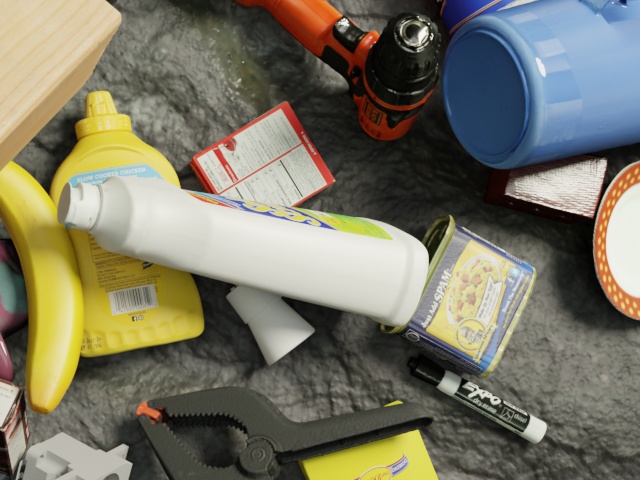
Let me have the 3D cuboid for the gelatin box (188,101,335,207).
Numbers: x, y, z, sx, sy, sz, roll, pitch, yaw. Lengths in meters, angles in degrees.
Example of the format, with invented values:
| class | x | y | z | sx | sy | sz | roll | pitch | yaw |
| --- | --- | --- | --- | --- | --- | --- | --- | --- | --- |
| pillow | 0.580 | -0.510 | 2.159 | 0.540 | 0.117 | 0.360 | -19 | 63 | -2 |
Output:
| class | x | y | z | sx | sy | sz | roll | pitch | yaw |
| --- | --- | --- | --- | --- | --- | --- | --- | --- | --- |
| gelatin box | -0.045 | -0.053 | 0.821 | 0.089 | 0.030 | 0.073 | -32 | 92 | -10 |

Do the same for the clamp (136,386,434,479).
| class | x | y | z | sx | sy | sz | roll | pitch | yaw |
| --- | --- | --- | --- | --- | --- | --- | --- | --- | --- |
| clamp | -0.032 | 0.152 | 0.763 | 0.210 | 0.036 | 0.164 | 25 | 64 | 22 |

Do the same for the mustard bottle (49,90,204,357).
| class | x | y | z | sx | sy | sz | roll | pitch | yaw |
| --- | --- | --- | --- | --- | --- | --- | --- | --- | --- |
| mustard bottle | -0.148 | -0.015 | 0.786 | 0.096 | 0.058 | 0.191 | -10 | 87 | -9 |

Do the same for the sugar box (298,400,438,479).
| class | x | y | z | sx | sy | sz | roll | pitch | yaw |
| --- | --- | --- | --- | --- | --- | --- | --- | --- | --- |
| sugar box | 0.055 | 0.221 | 0.806 | 0.093 | 0.048 | 0.176 | -23 | 87 | -9 |

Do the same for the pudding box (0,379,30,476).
| class | x | y | z | sx | sy | sz | roll | pitch | yaw |
| --- | --- | --- | --- | --- | --- | --- | --- | --- | --- |
| pudding box | -0.260 | 0.116 | 0.733 | 0.113 | 0.090 | 0.039 | 16 | 58 | -1 |

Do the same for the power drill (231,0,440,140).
| class | x | y | z | sx | sy | sz | roll | pitch | yaw |
| --- | --- | --- | --- | --- | --- | --- | --- | --- | --- |
| power drill | 0.007 | -0.161 | 0.771 | 0.057 | 0.184 | 0.188 | -43 | 83 | -11 |

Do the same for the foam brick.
| class | x | y | z | sx | sy | sz | roll | pitch | yaw |
| --- | --- | --- | --- | --- | --- | --- | --- | --- | --- |
| foam brick | 0.178 | -0.048 | 0.846 | 0.078 | 0.053 | 0.051 | 14 | 83 | -7 |

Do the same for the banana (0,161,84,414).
| class | x | y | z | sx | sy | sz | roll | pitch | yaw |
| --- | --- | --- | --- | --- | --- | --- | --- | --- | --- |
| banana | -0.199 | 0.019 | 0.731 | 0.069 | 0.037 | 0.198 | -18 | 79 | -33 |

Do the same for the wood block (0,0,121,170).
| class | x | y | z | sx | sy | sz | roll | pitch | yaw |
| --- | --- | --- | --- | --- | --- | --- | --- | --- | --- |
| wood block | -0.229 | -0.092 | 0.684 | 0.090 | 0.091 | 0.205 | 38 | 51 | -8 |

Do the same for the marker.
| class | x | y | z | sx | sy | sz | roll | pitch | yaw |
| --- | --- | --- | --- | --- | --- | --- | --- | --- | --- |
| marker | 0.122 | 0.123 | 0.839 | 0.121 | 0.020 | 0.020 | 29 | 81 | -6 |

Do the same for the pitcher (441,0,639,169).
| class | x | y | z | sx | sy | sz | roll | pitch | yaw |
| --- | --- | --- | --- | --- | --- | --- | --- | --- | --- |
| pitcher | 0.215 | -0.137 | 0.779 | 0.242 | 0.145 | 0.149 | -16 | 96 | -28 |

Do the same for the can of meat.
| class | x | y | z | sx | sy | sz | roll | pitch | yaw |
| --- | --- | --- | --- | --- | --- | --- | --- | --- | --- |
| can of meat | 0.108 | 0.045 | 0.825 | 0.084 | 0.057 | 0.102 | 29 | 82 | -8 |

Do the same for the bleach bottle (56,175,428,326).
| class | x | y | z | sx | sy | sz | roll | pitch | yaw |
| --- | --- | --- | --- | --- | --- | --- | --- | --- | --- |
| bleach bottle | -0.055 | 0.001 | 0.741 | 0.250 | 0.103 | 0.068 | 12 | 100 | -29 |
